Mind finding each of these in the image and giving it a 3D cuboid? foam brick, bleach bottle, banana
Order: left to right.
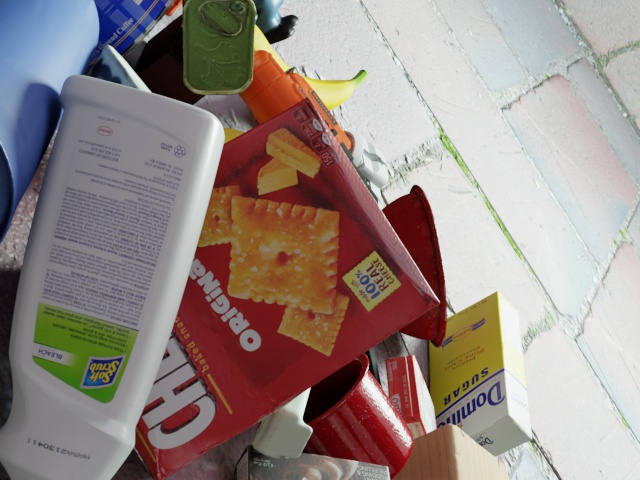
[{"bbox_3d":[-0.135,0.038,0.610,0.068,0.102,0.251,93,13,-78],"label":"bleach bottle"},{"bbox_3d":[-0.126,-0.155,0.946,0.053,0.051,0.078,46,29,-25],"label":"foam brick"},{"bbox_3d":[-0.032,-0.176,1.120,0.197,0.037,0.069,15,93,-46],"label":"banana"}]

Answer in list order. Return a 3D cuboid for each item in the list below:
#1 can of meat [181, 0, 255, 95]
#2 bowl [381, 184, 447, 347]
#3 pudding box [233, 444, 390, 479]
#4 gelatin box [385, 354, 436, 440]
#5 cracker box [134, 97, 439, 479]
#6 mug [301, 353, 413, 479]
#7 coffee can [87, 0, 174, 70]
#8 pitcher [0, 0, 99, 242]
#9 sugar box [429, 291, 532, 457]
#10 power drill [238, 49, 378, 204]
[{"bbox_3d":[-0.087,-0.186,0.879,0.057,0.102,0.084,-2,49,-9],"label":"can of meat"},{"bbox_3d":[0.079,0.028,1.045,0.162,0.055,0.162,173,-90,-85],"label":"bowl"},{"bbox_3d":[-0.003,0.197,0.745,0.113,0.039,0.090,11,44,-17],"label":"pudding box"},{"bbox_3d":[0.083,0.158,0.959,0.073,0.030,0.089,-92,164,-46],"label":"gelatin box"},{"bbox_3d":[-0.057,0.029,0.694,0.164,0.213,0.072,59,-13,2],"label":"cracker box"},{"bbox_3d":[0.012,0.154,0.826,0.117,0.093,0.081,-46,110,-31],"label":"mug"},{"bbox_3d":[-0.196,-0.214,0.833,0.140,0.103,0.102,44,30,-26],"label":"coffee can"},{"bbox_3d":[-0.215,-0.104,0.645,0.145,0.149,0.242,43,27,-21],"label":"pitcher"},{"bbox_3d":[0.155,0.139,1.064,0.048,0.093,0.176,44,29,-24],"label":"sugar box"},{"bbox_3d":[-0.009,-0.096,1.004,0.184,0.057,0.187,54,5,-5],"label":"power drill"}]
